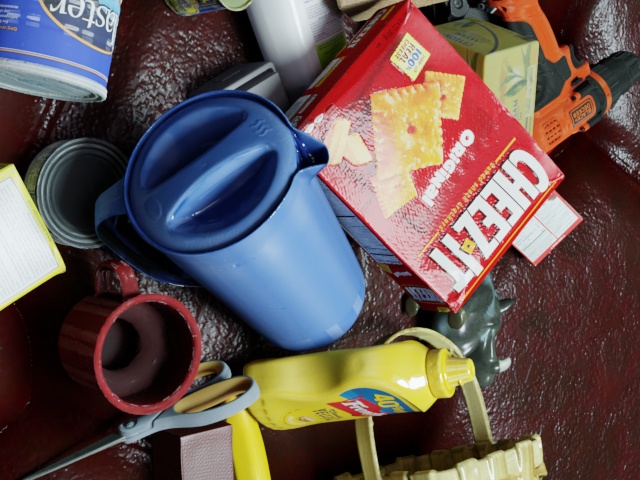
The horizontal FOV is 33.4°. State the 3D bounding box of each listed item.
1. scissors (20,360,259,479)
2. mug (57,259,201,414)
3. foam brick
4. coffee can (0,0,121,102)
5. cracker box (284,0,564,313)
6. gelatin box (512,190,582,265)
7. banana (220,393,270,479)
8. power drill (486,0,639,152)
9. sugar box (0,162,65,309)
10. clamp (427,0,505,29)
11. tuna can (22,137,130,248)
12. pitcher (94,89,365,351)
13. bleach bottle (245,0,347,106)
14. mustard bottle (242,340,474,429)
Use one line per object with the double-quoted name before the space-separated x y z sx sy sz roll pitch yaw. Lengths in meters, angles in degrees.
"scissors" -0.149 0.145 0.880 0.201 0.096 0.016 -17 112 -4
"mug" -0.156 0.072 0.837 0.093 0.082 0.117 -19 105 -36
"foam brick" -0.108 0.193 0.905 0.052 0.051 0.078 -5 97 -37
"coffee can" -0.195 -0.180 0.772 0.102 0.103 0.140 12 86 -38
"cracker box" 0.081 -0.068 0.903 0.213 0.072 0.164 45 77 -17
"gelatin box" 0.227 -0.026 1.146 0.073 0.030 0.089 -46 123 8
"banana" -0.059 0.223 0.938 0.037 0.070 0.198 -9 88 -7
"power drill" 0.243 -0.200 1.067 0.184 0.057 0.187 -36 115 -27
"sugar box" -0.279 0.026 0.761 0.176 0.048 0.093 -34 114 -27
"clamp" 0.132 -0.226 1.047 0.209 0.036 0.164 -38 114 -20
"tuna can" -0.188 -0.037 0.833 0.085 0.034 0.086 -4 96 -38
"pitcher" -0.056 0.001 0.847 0.145 0.149 0.242 -53 150 -12
"bleach bottle" -0.018 -0.177 0.931 0.102 0.068 0.251 -37 118 -51
"mustard bottle" 0.037 0.121 0.906 0.096 0.192 0.058 44 41 -54
